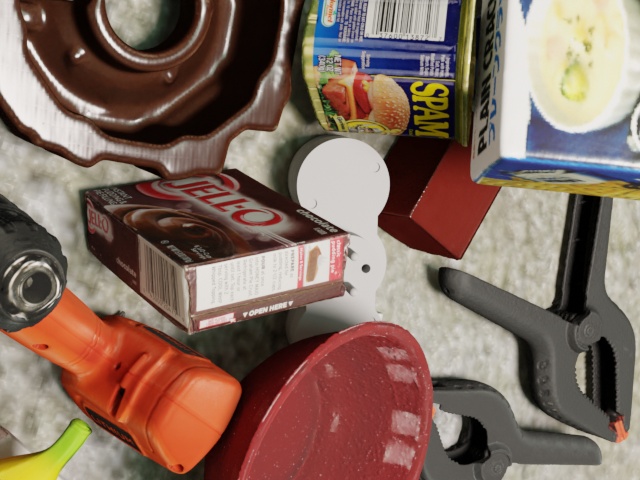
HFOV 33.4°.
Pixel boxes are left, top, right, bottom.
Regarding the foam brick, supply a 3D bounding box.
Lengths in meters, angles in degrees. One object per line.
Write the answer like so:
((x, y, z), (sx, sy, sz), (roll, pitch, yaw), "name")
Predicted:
((0.071, -0.035, 0.643), (0.051, 0.053, 0.078), (38, 77, -32), "foam brick")

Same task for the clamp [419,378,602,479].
((0.106, 0.155, 0.708), (0.171, 0.039, 0.120), (33, 80, -26), "clamp")

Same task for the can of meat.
((0.039, -0.093, 0.567), (0.102, 0.084, 0.057), (67, 29, -71), "can of meat")

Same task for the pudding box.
((-0.054, 0.001, 0.529), (0.089, 0.114, 0.039), (-13, 119, -32), "pudding box")

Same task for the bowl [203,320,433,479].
((-0.009, 0.111, 0.553), (0.161, 0.055, 0.162), (-24, 122, -45), "bowl")

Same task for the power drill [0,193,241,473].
((-0.117, 0.031, 0.462), (0.057, 0.185, 0.187), (-53, 131, -13), "power drill")

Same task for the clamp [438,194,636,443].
((0.162, 0.059, 0.730), (0.164, 0.036, 0.210), (-30, 114, -27), "clamp")
